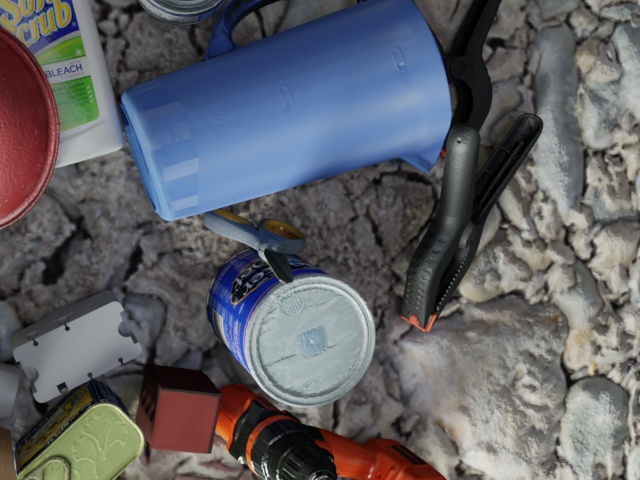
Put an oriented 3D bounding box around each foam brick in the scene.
[{"bbox_3d":[-0.118,0.138,0.878,0.051,0.078,0.053,9,94,-19],"label":"foam brick"}]

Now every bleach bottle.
[{"bbox_3d":[-0.226,-0.179,0.799,0.102,0.068,0.251,-17,102,-14],"label":"bleach bottle"}]

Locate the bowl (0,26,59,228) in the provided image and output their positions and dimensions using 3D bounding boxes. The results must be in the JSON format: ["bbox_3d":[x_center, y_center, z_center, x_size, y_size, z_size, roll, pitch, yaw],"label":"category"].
[{"bbox_3d":[-0.270,-0.080,0.761,0.162,0.055,0.162,3,100,16],"label":"bowl"}]

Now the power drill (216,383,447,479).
[{"bbox_3d":[0.013,0.185,0.883,0.187,0.185,0.057,27,90,-30],"label":"power drill"}]

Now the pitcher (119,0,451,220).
[{"bbox_3d":[-0.032,-0.112,0.845,0.242,0.149,0.145,-19,134,-12],"label":"pitcher"}]

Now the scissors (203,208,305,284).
[{"bbox_3d":[-0.055,0.001,0.823,0.096,0.201,0.016,17,99,3],"label":"scissors"}]

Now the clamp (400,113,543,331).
[{"bbox_3d":[0.115,-0.016,0.912,0.164,0.036,0.210,-4,122,-61],"label":"clamp"}]

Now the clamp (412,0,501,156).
[{"bbox_3d":[0.103,-0.156,0.923,0.120,0.039,0.171,0,99,-17],"label":"clamp"}]

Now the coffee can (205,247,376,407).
[{"bbox_3d":[-0.028,0.065,0.862,0.102,0.140,0.103,-3,100,-18],"label":"coffee can"}]

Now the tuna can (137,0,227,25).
[{"bbox_3d":[-0.108,-0.215,0.837,0.086,0.034,0.086,0,89,-12],"label":"tuna can"}]

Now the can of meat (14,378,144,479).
[{"bbox_3d":[-0.196,0.165,0.852,0.102,0.084,0.057,-43,109,-8],"label":"can of meat"}]
